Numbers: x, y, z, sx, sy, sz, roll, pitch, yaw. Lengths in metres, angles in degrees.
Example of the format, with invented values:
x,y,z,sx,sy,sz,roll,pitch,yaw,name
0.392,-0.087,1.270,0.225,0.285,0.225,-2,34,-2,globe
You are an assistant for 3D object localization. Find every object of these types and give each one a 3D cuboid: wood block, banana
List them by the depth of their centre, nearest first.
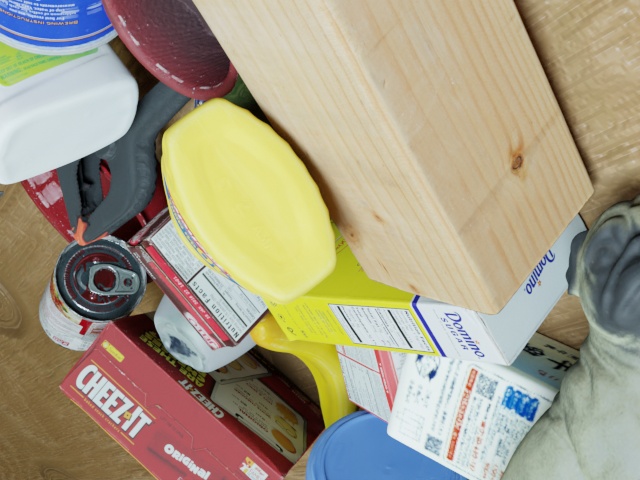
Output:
x,y,z,sx,sy,sz,roll,pitch,yaw,name
0.032,-0.074,0.473,0.090,0.090,0.206,16,147,49,wood block
-0.002,0.088,0.770,0.037,0.069,0.197,1,145,21,banana

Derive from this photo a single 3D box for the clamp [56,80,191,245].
x,y,z,sx,sy,sz,roll,pitch,yaw,name
-0.143,-0.081,0.709,0.120,0.039,0.172,41,119,24,clamp

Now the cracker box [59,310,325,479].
x,y,z,sx,sy,sz,roll,pitch,yaw,name
-0.088,0.130,0.833,0.164,0.072,0.213,40,-173,6,cracker box

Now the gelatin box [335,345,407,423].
x,y,z,sx,sy,sz,roll,pitch,yaw,name
0.039,0.078,0.710,0.089,0.030,0.073,-166,59,-70,gelatin box

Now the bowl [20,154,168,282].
x,y,z,sx,sy,sz,roll,pitch,yaw,name
-0.168,-0.043,0.828,0.162,0.055,0.162,31,149,21,bowl

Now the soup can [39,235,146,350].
x,y,z,sx,sy,sz,roll,pitch,yaw,name
-0.178,0.043,0.826,0.068,0.068,0.102,45,152,-2,soup can

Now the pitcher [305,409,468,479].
x,y,z,sx,sy,sz,roll,pitch,yaw,name
0.054,0.237,0.774,0.243,0.149,0.145,90,156,-43,pitcher

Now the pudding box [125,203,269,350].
x,y,z,sx,sy,sz,roll,pitch,yaw,name
-0.055,0.001,0.684,0.090,0.113,0.039,53,150,-16,pudding box

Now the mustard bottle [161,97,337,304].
x,y,z,sx,sy,sz,roll,pitch,yaw,name
-0.045,-0.016,0.558,0.096,0.058,0.192,53,172,-5,mustard bottle

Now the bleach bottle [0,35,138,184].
x,y,z,sx,sy,sz,roll,pitch,yaw,name
-0.218,-0.156,0.663,0.251,0.102,0.068,52,148,18,bleach bottle

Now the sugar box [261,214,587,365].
x,y,z,sx,sy,sz,roll,pitch,yaw,name
0.053,0.018,0.594,0.177,0.093,0.048,-4,126,52,sugar box

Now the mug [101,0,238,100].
x,y,z,sx,sy,sz,roll,pitch,yaw,name
-0.043,-0.129,0.534,0.117,0.081,0.093,20,143,36,mug
